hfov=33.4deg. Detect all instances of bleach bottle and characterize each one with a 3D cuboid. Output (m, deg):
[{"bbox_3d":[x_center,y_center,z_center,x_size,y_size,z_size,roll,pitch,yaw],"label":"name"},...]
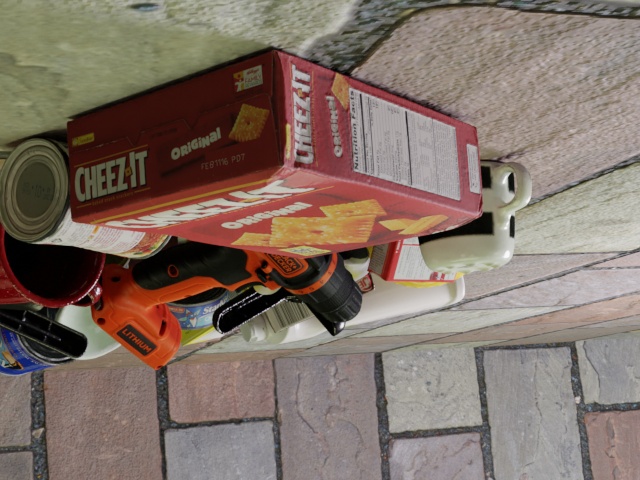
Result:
[{"bbox_3d":[0.032,0.069,1.200,0.250,0.068,0.103,-13,176,-25],"label":"bleach bottle"}]

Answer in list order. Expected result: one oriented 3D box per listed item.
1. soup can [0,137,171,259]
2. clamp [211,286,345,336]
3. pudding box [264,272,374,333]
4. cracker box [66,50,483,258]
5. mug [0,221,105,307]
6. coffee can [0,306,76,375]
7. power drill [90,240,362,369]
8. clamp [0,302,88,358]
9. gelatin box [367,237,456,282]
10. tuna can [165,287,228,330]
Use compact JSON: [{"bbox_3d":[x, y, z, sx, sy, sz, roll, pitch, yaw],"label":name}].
[{"bbox_3d":[-0.151,-0.026,0.699,0.069,0.068,0.102,-11,168,32],"label":"soup can"},{"bbox_3d":[-0.016,0.043,0.999,0.120,0.039,0.171,9,-149,17],"label":"clamp"},{"bbox_3d":[-0.006,0.046,1.097,0.113,0.039,0.090,-22,-166,0],"label":"pudding box"},{"bbox_3d":[-0.021,-0.041,0.661,0.164,0.072,0.213,-12,167,36],"label":"cracker box"},{"bbox_3d":[-0.214,0.012,0.798,0.082,0.093,0.117,-7,141,41],"label":"mug"},{"bbox_3d":[-0.341,0.104,1.270,0.102,0.103,0.141,3,168,-37],"label":"coffee can"},{"bbox_3d":[-0.076,0.038,0.866,0.188,0.057,0.184,-26,135,15],"label":"power drill"},{"bbox_3d":[-0.308,0.051,0.945,0.210,0.036,0.164,14,158,13],"label":"clamp"},{"bbox_3d":[0.088,-0.002,0.930,0.089,0.073,0.030,2,-163,-40],"label":"gelatin box"},{"bbox_3d":[-0.136,0.055,1.091,0.086,0.034,0.086,4,-150,-2],"label":"tuna can"}]
